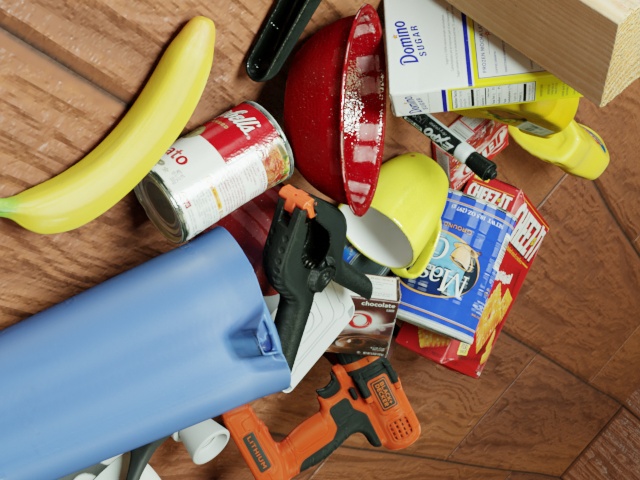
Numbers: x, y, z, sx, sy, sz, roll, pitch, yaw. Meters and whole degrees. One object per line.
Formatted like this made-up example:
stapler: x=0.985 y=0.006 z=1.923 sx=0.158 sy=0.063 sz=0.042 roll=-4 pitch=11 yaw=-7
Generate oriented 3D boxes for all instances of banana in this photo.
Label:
banana: x=-0.135 y=-0.066 z=0.720 sx=0.197 sy=0.037 sz=0.069 roll=-44 pitch=153 yaw=-8

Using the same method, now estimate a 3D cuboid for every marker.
marker: x=0.111 y=-0.092 z=0.954 sx=0.020 sy=0.121 sz=0.020 roll=-35 pitch=150 yaw=-24

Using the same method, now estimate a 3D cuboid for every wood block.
wood block: x=0.160 y=-0.204 z=0.783 sx=0.090 sy=0.206 sz=0.091 roll=-39 pitch=152 yaw=-17

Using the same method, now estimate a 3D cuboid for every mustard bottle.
mustard bottle: x=0.275 y=-0.109 z=1.199 sx=0.058 sy=0.096 sz=0.191 roll=-55 pitch=152 yaw=12

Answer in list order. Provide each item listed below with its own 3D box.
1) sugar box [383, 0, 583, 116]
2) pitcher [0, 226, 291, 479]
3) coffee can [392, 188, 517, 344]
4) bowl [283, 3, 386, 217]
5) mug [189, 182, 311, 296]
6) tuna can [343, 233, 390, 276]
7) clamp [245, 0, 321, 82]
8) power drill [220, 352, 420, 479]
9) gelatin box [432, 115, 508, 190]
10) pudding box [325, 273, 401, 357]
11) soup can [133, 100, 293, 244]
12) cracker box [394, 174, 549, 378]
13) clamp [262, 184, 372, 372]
sugar box: x=0.141 y=-0.155 z=0.846 sx=0.176 sy=0.093 sz=0.048 roll=-5 pitch=157 yaw=11
pitcher: x=-0.156 y=0.092 z=0.782 sx=0.242 sy=0.145 sz=0.149 roll=-23 pitch=152 yaw=-15
coffee can: x=0.134 y=0.026 z=1.118 sx=0.102 sy=0.103 sz=0.140 roll=29 pitch=81 yaw=-62
bowl: x=0.010 y=-0.100 z=0.821 sx=0.162 sy=0.055 sz=0.162 roll=4 pitch=90 yaw=-76
mug: x=-0.056 y=0.001 z=0.876 sx=0.117 sy=0.082 sz=0.093 roll=-55 pitch=152 yaw=14
tuna can: x=0.040 y=0.019 z=1.093 sx=0.086 sy=0.034 sz=0.086 roll=-35 pitch=150 yaw=-24
clamp: x=0.008 y=-0.210 z=0.740 sx=0.209 sy=0.036 sz=0.164 roll=-37 pitch=152 yaw=-17
power drill: x=-0.008 y=0.167 z=1.122 sx=0.187 sy=0.184 sz=0.057 roll=-28 pitch=-176 yaw=-6
gelatin box: x=0.158 y=-0.101 z=1.111 sx=0.089 sy=0.030 sz=0.073 roll=-40 pitch=152 yaw=-14
pudding box: x=0.018 y=0.071 z=1.058 sx=0.113 sy=0.039 sz=0.090 roll=5 pitch=138 yaw=-4
soup can: x=-0.080 y=-0.050 z=0.789 sx=0.102 sy=0.069 sz=0.068 roll=-34 pitch=150 yaw=-24
cracker box: x=0.182 y=0.048 z=1.243 sx=0.213 sy=0.072 sz=0.164 roll=-64 pitch=153 yaw=-3
clamp: x=-0.001 y=0.020 z=0.842 sx=0.120 sy=0.039 sz=0.171 roll=-41 pitch=147 yaw=-37
